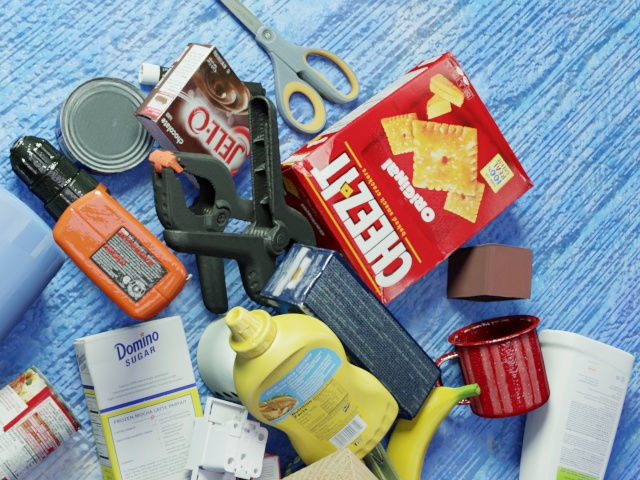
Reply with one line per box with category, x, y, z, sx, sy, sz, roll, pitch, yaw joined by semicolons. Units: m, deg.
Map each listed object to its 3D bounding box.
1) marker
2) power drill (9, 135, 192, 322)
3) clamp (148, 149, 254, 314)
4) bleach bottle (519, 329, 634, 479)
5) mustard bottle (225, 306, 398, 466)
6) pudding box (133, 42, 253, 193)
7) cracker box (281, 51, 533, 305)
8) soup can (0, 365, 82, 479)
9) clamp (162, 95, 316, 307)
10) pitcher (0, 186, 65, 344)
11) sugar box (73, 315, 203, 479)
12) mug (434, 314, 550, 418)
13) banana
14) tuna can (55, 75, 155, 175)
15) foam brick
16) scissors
marker;-0.109;-0.147;0.997;0.121;0.020;0.020;6;84;-23
power drill;-0.180;-0.012;0.868;0.057;0.188;0.184;-46;106;-3
clamp;-0.090;-0.027;0.957;0.120;0.039;0.171;-52;138;-28
bleach bottle;0.246;0.225;1.098;0.102;0.068;0.251;20;81;-21
mustard bottle;-0.018;0.117;0.901;0.096;0.058;0.191;-41;126;0
pudding box;-0.104;-0.109;0.961;0.090;0.039;0.113;-56;136;-17
cracker box;0.082;-0.060;1.043;0.213;0.072;0.164;-37;101;-21
soup can;-0.258;0.162;0.884;0.102;0.069;0.068;-39;101;-20
clamp;-0.056;0.001;0.944;0.164;0.036;0.210;-54;137;-32
pitcher;-0.326;0.063;0.840;0.149;0.145;0.242;48;66;-26
sugar box;-0.152;0.162;0.941;0.093;0.048;0.176;-12;88;-28
mug;0.170;0.129;1.063;0.117;0.093;0.081;-15;97;-4
banana;0.092;0.223;1.033;0.037;0.070;0.198;19;88;-54
tuna can;-0.191;-0.101;0.950;0.086;0.034;0.086;2;85;-23
foam brick;0.169;0.034;1.070;0.052;0.078;0.051;7;82;-23
scissors;-0.054;-0.175;1.024;0.201;0.016;0.096;27;76;-19
